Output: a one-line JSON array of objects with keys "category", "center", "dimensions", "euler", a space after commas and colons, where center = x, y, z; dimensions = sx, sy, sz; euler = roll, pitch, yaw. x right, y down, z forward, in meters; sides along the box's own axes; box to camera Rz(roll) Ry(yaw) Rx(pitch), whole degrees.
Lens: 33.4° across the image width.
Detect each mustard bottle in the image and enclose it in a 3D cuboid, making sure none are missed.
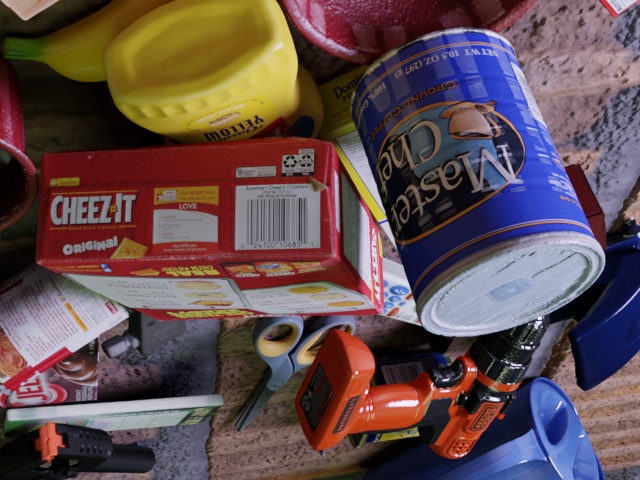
[{"category": "mustard bottle", "center": [-0.049, -0.076, 0.621], "dimensions": [0.096, 0.058, 0.191], "euler": [-20, 164, 5]}]

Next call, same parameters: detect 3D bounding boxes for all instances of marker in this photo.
[{"category": "marker", "center": [0.123, 0.062, 0.934], "dimensions": [0.020, 0.020, 0.121], "euler": [0, 142, -20]}]

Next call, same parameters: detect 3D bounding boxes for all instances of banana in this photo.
[{"category": "banana", "center": [-0.087, -0.141, 0.562], "dimensions": [0.069, 0.037, 0.198], "euler": [20, 132, -42]}]

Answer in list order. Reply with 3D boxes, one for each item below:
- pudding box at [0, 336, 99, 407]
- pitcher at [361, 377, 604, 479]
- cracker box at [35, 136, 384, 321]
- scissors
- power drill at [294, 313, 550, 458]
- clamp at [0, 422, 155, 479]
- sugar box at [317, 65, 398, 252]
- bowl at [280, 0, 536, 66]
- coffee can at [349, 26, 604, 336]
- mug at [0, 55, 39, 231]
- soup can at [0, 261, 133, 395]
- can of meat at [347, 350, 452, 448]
[{"category": "pudding box", "center": [-0.219, 0.088, 0.827], "dimensions": [0.090, 0.039, 0.114], "euler": [-4, 144, -15]}, {"category": "pitcher", "center": [0.155, 0.249, 1.110], "dimensions": [0.243, 0.145, 0.149], "euler": [-32, 115, 27]}, {"category": "cracker box", "center": [-0.054, 0.001, 0.656], "dimensions": [0.164, 0.072, 0.213], "euler": [-2, 168, 10]}, {"category": "scissors", "center": [-0.051, 0.115, 0.947], "dimensions": [0.096, 0.016, 0.202], "euler": [20, 132, -37]}, {"category": "power drill", "center": [0.085, 0.115, 0.887], "dimensions": [0.187, 0.057, 0.185], "euler": [5, 127, -27]}, {"category": "clamp", "center": [-0.219, 0.190, 0.935], "dimensions": [0.164, 0.036, 0.210], "euler": [-6, 161, -17]}, {"category": "sugar box", "center": [0.067, -0.056, 0.729], "dimensions": [0.093, 0.048, 0.176], "euler": [-23, 147, 10]}, {"category": "bowl", "center": [0.050, -0.168, 0.559], "dimensions": [0.162, 0.055, 0.162], "euler": [-10, 145, -7]}, {"category": "coffee can", "center": [0.083, -0.032, 0.593], "dimensions": [0.102, 0.140, 0.103], "euler": [-13, 152, -7]}, {"category": "mug", "center": [-0.212, -0.052, 0.600], "dimensions": [0.093, 0.081, 0.117], "euler": [10, 138, -31]}, {"category": "soup can", "center": [-0.190, 0.050, 0.738], "dimensions": [0.102, 0.069, 0.068], "euler": [-33, 145, -7]}, {"category": "can of meat", "center": [0.073, 0.147, 1.001], "dimensions": [0.083, 0.057, 0.102], "euler": [-5, 143, -17]}]
